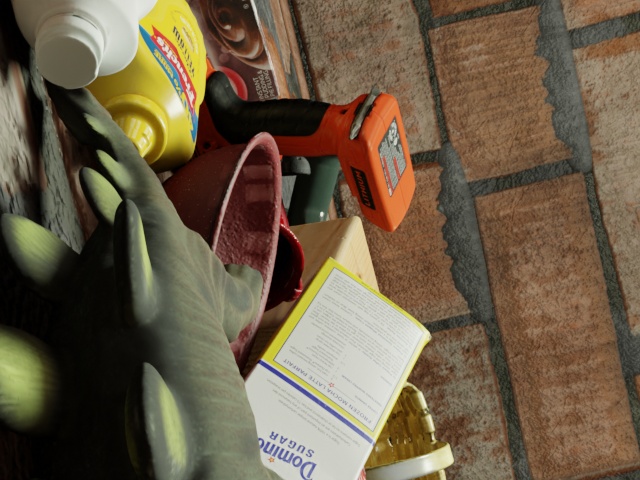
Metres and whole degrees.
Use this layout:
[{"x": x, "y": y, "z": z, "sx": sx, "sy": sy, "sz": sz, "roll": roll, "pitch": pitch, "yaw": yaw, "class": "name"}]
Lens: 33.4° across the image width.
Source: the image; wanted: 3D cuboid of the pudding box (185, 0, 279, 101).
[{"x": -0.089, "y": -0.155, "z": 0.836, "sx": 0.039, "sy": 0.090, "sz": 0.113, "roll": -100, "pitch": 175, "yaw": -58, "class": "pudding box"}]

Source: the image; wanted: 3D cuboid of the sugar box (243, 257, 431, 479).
[{"x": -0.001, "y": 0.098, "z": 0.694, "sx": 0.176, "sy": 0.093, "sz": 0.048, "roll": -54, "pitch": 180, "yaw": -44, "class": "sugar box"}]

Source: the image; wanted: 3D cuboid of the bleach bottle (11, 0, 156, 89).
[{"x": -0.119, "y": -0.161, "z": 0.583, "sx": 0.102, "sy": 0.068, "sz": 0.251, "roll": 47, "pitch": 24, "yaw": -37, "class": "bleach bottle"}]

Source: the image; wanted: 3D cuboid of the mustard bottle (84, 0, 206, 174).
[{"x": -0.107, "y": -0.094, "z": 0.642, "sx": 0.191, "sy": 0.058, "sz": 0.096, "roll": -94, "pitch": 164, "yaw": -60, "class": "mustard bottle"}]

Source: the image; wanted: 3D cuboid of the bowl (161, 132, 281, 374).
[{"x": -0.070, "y": 0.011, "z": 0.634, "sx": 0.162, "sy": 0.055, "sz": 0.162, "roll": 11, "pitch": 90, "yaw": -81, "class": "bowl"}]

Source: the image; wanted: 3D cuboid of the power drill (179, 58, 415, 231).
[{"x": -0.027, "y": -0.059, "z": 0.808, "sx": 0.184, "sy": 0.188, "sz": 0.057, "roll": 70, "pitch": 37, "yaw": -49, "class": "power drill"}]
